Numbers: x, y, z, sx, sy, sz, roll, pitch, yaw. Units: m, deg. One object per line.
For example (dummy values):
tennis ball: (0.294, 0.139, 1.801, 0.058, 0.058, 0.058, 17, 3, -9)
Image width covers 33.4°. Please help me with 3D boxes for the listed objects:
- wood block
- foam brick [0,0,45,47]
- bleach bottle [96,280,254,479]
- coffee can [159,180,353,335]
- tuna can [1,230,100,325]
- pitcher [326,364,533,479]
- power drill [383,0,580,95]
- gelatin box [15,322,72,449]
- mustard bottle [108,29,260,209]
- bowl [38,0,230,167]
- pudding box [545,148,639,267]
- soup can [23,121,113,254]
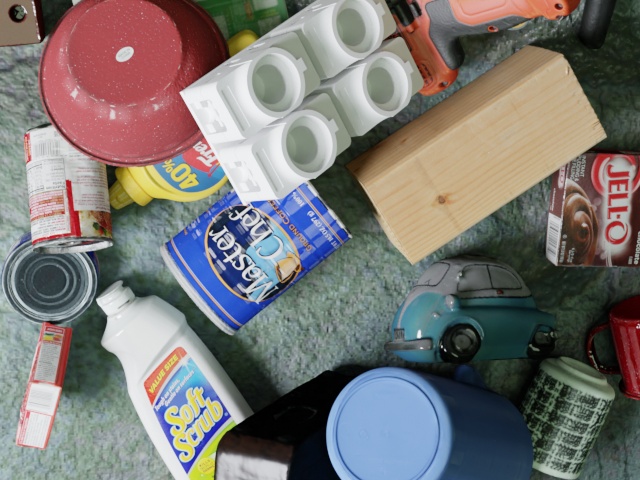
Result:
wood block: (0.137, -0.080, 0.966, 0.206, 0.090, 0.091, -33, 109, 0)
foam brick: (-0.271, -0.188, 0.885, 0.078, 0.051, 0.053, -8, 106, -8)
bleach bottle: (-0.132, 0.150, 0.997, 0.102, 0.068, 0.251, -33, 106, -1)
coffee can: (-0.056, 0.001, 0.947, 0.140, 0.103, 0.102, -39, 108, 2)
tuna can: (-0.242, 0.032, 0.959, 0.086, 0.034, 0.086, -2, 105, -9)
pitcher: (0.097, 0.190, 0.939, 0.145, 0.242, 0.149, -43, 64, 8)
power drill: (0.110, -0.224, 0.887, 0.184, 0.188, 0.057, 55, 47, -20)
gelatin box: (-0.246, 0.130, 0.949, 0.030, 0.073, 0.089, 13, 129, -14)
mustard bottle: (-0.109, -0.091, 0.932, 0.192, 0.058, 0.096, -36, 112, 6)
bowl: (-0.154, -0.144, 0.863, 0.162, 0.055, 0.162, 0, 79, 0)
pudding box: (0.268, -0.032, 1.027, 0.090, 0.039, 0.113, 2, 105, -11)
soup can: (-0.215, -0.044, 0.909, 0.068, 0.068, 0.102, -6, 82, -8)
